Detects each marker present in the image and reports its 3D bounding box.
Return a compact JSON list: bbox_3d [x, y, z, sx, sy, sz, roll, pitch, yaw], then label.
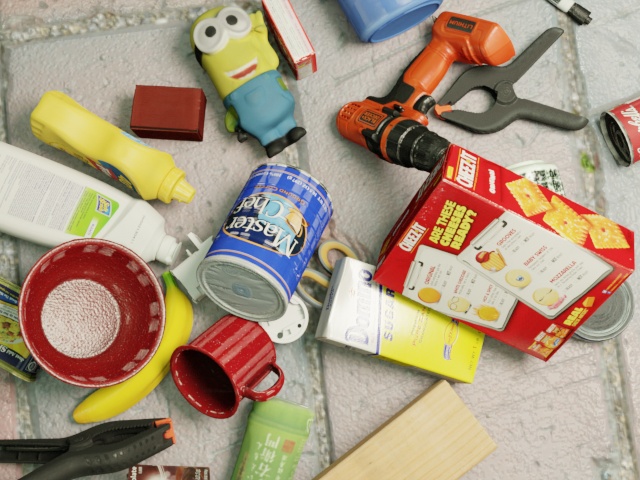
[{"bbox_3d":[0.264,-0.289,1.236,0.121,0.020,0.020,38,86,5],"label":"marker"}]

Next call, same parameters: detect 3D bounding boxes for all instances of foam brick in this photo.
[{"bbox_3d":[-0.172,-0.144,1.214,0.078,0.053,0.051,4,84,1],"label":"foam brick"}]

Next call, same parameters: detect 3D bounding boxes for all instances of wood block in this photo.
[{"bbox_3d":[0.078,0.247,1.143,0.206,0.091,0.090,-38,84,-3],"label":"wood block"}]

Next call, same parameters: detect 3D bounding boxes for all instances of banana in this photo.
[{"bbox_3d":[-0.198,0.133,1.193,0.070,0.037,0.197,28,81,33],"label":"banana"}]

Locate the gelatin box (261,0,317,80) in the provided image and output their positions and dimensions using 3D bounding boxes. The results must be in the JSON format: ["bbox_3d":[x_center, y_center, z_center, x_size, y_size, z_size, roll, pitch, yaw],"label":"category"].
[{"bbox_3d":[-0.036,-0.234,1.210,0.030,0.073,0.089,-27,84,-2],"label":"gelatin box"}]

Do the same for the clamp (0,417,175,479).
[{"bbox_3d":[-0.258,0.233,1.134,0.210,0.165,0.036,-11,105,-9],"label":"clamp"}]

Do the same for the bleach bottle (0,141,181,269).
[{"bbox_3d":[-0.280,-0.025,1.198,0.251,0.068,0.102,23,84,2],"label":"bleach bottle"}]

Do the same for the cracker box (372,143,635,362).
[{"bbox_3d":[0.186,0.015,1.097,0.213,0.164,0.072,26,43,-7],"label":"cracker box"}]

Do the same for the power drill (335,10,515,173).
[{"bbox_3d":[0.124,-0.161,1.162,0.187,0.057,0.185,-47,40,-10],"label":"power drill"}]

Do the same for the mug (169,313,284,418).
[{"bbox_3d":[-0.091,0.135,1.145,0.117,0.081,0.093,21,129,27],"label":"mug"}]

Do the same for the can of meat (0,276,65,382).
[{"bbox_3d":[-0.343,0.096,1.188,0.102,0.057,0.084,29,82,4],"label":"can of meat"}]

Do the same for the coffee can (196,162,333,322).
[{"bbox_3d":[-0.057,0.001,1.142,0.103,0.103,0.140,23,56,4],"label":"coffee can"}]

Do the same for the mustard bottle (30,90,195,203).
[{"bbox_3d":[-0.224,-0.095,1.187,0.191,0.096,0.058,29,81,4],"label":"mustard bottle"}]

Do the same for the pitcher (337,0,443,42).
[{"bbox_3d":[0.032,-0.346,1.204,0.144,0.149,0.243,-25,86,-17],"label":"pitcher"}]

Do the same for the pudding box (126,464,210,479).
[{"bbox_3d":[-0.164,0.297,1.137,0.090,0.039,0.113,6,51,-15],"label":"pudding box"}]

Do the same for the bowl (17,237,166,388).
[{"bbox_3d":[-0.251,0.081,1.153,0.161,0.055,0.162,7,76,-27],"label":"bowl"}]

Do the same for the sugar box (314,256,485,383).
[{"bbox_3d":[0.091,0.088,1.159,0.176,0.048,0.093,18,79,-15],"label":"sugar box"}]

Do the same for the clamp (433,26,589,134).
[{"bbox_3d":[0.218,-0.158,1.213,0.171,0.039,0.120,-23,79,5],"label":"clamp"}]

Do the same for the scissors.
[{"bbox_3d":[0.065,0.063,1.198,0.201,0.016,0.096,20,59,-13],"label":"scissors"}]
